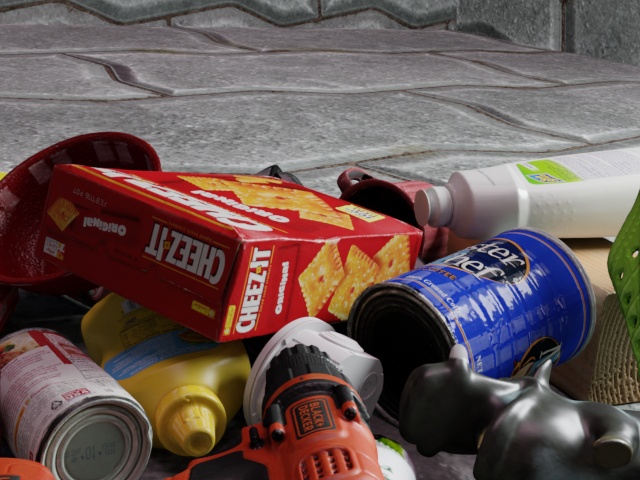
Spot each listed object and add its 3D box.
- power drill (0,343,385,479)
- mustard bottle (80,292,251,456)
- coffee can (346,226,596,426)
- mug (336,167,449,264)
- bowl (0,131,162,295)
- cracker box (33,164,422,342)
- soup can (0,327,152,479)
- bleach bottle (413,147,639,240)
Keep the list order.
[{"bbox_3d":[-0.066,0.112,0.504,0.187,0.057,0.184,-18,15,-3],"label":"power drill"},{"bbox_3d":[-0.095,0.082,0.678,0.096,0.058,0.192,-17,22,-12],"label":"mustard bottle"},{"bbox_3d":[0.103,0.057,0.718,0.140,0.103,0.103,-19,28,-38],"label":"coffee can"},{"bbox_3d":[0.060,-0.018,0.929,0.117,0.093,0.081,49,29,19],"label":"mug"},{"bbox_3d":[-0.187,-0.011,0.825,0.162,0.055,0.162,-13,44,13],"label":"bowl"},{"bbox_3d":[-0.055,0.001,0.724,0.164,0.072,0.213,20,12,32],"label":"cracker box"},{"bbox_3d":[-0.146,0.098,0.601,0.068,0.068,0.102,-7,21,-35],"label":"soup can"},{"bbox_3d":[0.191,-0.035,0.840,0.250,0.068,0.103,-4,18,-17],"label":"bleach bottle"}]
